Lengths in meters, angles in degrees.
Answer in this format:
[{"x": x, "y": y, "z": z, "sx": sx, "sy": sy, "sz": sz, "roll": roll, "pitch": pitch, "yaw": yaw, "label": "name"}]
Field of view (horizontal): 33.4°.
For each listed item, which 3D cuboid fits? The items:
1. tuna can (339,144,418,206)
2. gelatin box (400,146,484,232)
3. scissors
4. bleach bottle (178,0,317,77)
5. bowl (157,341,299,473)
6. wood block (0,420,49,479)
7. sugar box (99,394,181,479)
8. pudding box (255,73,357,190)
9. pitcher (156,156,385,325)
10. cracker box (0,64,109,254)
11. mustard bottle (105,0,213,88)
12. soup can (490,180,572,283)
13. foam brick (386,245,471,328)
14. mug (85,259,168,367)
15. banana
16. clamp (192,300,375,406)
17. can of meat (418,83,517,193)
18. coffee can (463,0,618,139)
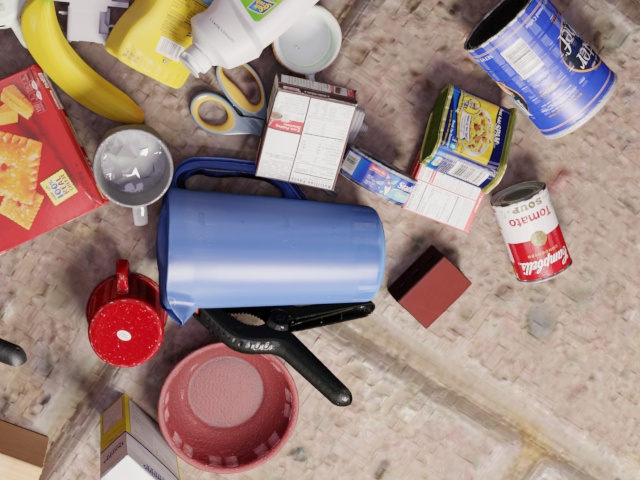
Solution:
[{"x": 0.063, "y": -0.072, "z": 1.183, "sx": 0.086, "sy": 0.086, "sz": 0.034, "roll": 27, "pitch": 99, "yaw": -14, "label": "tuna can"}, {"x": 0.142, "y": -0.059, "z": 1.227, "sx": 0.089, "sy": 0.030, "sz": 0.073, "roll": 19, "pitch": 101, "yaw": -13, "label": "gelatin box"}, {"x": -0.070, "y": -0.110, "z": 1.190, "sx": 0.096, "sy": 0.016, "sz": 0.201, "roll": -31, "pitch": 106, "yaw": 1, "label": "scissors"}, {"x": -0.052, "y": -0.269, "z": 1.094, "sx": 0.102, "sy": 0.068, "sz": 0.250, "roll": 44, "pitch": 84, "yaw": 13, "label": "bleach bottle"}, {"x": -0.108, "y": 0.185, "z": 1.234, "sx": 0.162, "sy": 0.055, "sz": 0.162, "roll": -2, "pitch": 104, "yaw": -8, "label": "bowl"}, {"x": -0.417, "y": 0.238, "z": 1.181, "sx": 0.206, "sy": 0.091, "sz": 0.090, "roll": 23, "pitch": 99, "yaw": -14, "label": "wood block"}, {"x": -0.198, "y": 0.242, "z": 1.171, "sx": 0.048, "sy": 0.176, "sz": 0.093, "roll": -42, "pitch": 106, "yaw": 2, "label": "sugar box"}, {"x": -0.016, "y": -0.114, "z": 1.145, "sx": 0.090, "sy": 0.039, "sz": 0.114, "roll": 11, "pitch": 125, "yaw": -9, "label": "pudding box"}, {"x": -0.058, "y": 0.001, "z": 1.169, "sx": 0.242, "sy": 0.145, "sz": 0.149, "roll": 1, "pitch": 115, "yaw": -13, "label": "pitcher"}, {"x": -0.354, "y": -0.067, "z": 1.117, "sx": 0.213, "sy": 0.072, "sz": 0.164, "roll": -25, "pitch": 97, "yaw": -3, "label": "cracker box"}, {"x": -0.141, "y": -0.260, "z": 1.110, "sx": 0.096, "sy": 0.058, "sz": 0.192, "roll": 22, "pitch": 100, "yaw": -47, "label": "mustard bottle"}, {"x": 0.244, "y": -0.011, "z": 1.235, "sx": 0.068, "sy": 0.068, "sz": 0.102, "roll": -23, "pitch": 105, "yaw": -3, "label": "soup can"}, {"x": 0.127, "y": 0.053, "z": 1.240, "sx": 0.078, "sy": 0.053, "sz": 0.051, "roll": -45, "pitch": 106, "yaw": 3, "label": "foam brick"}, {"x": -0.214, "y": 0.079, "z": 1.178, "sx": 0.093, "sy": 0.081, "sz": 0.117, "roll": -1, "pitch": 104, "yaw": -9, "label": "mug"}, {"x": -0.254, "y": -0.183, "z": 1.101, "sx": 0.070, "sy": 0.037, "sz": 0.197, "roll": 2, "pitch": 146, "yaw": 26, "label": "banana"}, {"x": -0.041, "y": 0.094, "z": 1.205, "sx": 0.210, "sy": 0.164, "sz": 0.036, "roll": 20, "pitch": 129, "yaw": 8, "label": "clamp"}, {"x": 0.163, "y": -0.115, "z": 1.187, "sx": 0.084, "sy": 0.058, "sz": 0.102, "roll": 21, "pitch": 64, "yaw": -10, "label": "can of meat"}, {"x": 0.241, "y": -0.196, "z": 1.171, "sx": 0.103, "sy": 0.103, "sz": 0.140, "roll": -45, "pitch": 105, "yaw": 3, "label": "coffee can"}]
